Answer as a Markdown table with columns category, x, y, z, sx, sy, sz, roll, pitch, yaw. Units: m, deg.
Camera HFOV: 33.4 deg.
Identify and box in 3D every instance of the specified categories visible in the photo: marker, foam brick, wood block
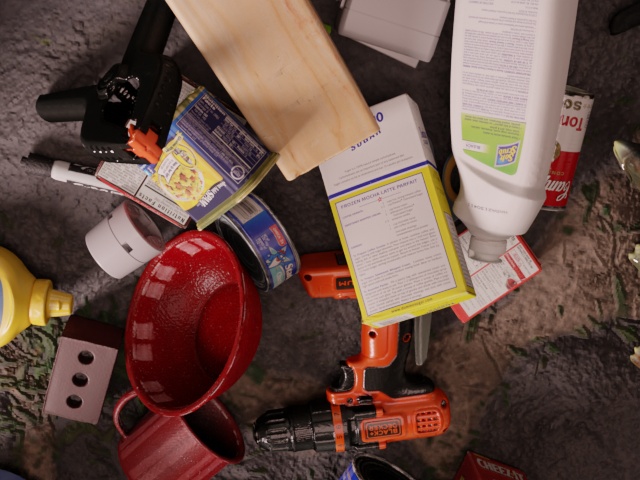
| category | x | y | z | sx | sy | sz | roll | pitch | yaw |
| --- | --- | --- | --- | --- | --- | --- | --- | --- | --- |
| marker | -0.201 | -0.055 | 0.931 | 0.121 | 0.020 | 0.020 | 13 | 105 | -6 |
| foam brick | -0.213 | 0.116 | 0.963 | 0.053 | 0.051 | 0.078 | 15 | 105 | -7 |
| wood block | -0.044 | -0.159 | 0.829 | 0.090 | 0.091 | 0.206 | -29 | 132 | 6 |

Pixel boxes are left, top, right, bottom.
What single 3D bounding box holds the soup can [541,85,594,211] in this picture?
| category | x | y | z | sx | sy | sz | roll | pitch | yaw |
| --- | --- | --- | --- | --- | --- | --- | --- | --- | --- |
| soup can | 0.190 | -0.083 | 0.916 | 0.068 | 0.068 | 0.102 | 10 | 104 | -6 |

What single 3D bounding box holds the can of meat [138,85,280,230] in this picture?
| category | x | y | z | sx | sy | sz | roll | pitch | yaw |
| --- | --- | --- | --- | --- | --- | --- | --- | --- | --- |
| can of meat | -0.094 | -0.065 | 0.843 | 0.084 | 0.102 | 0.057 | 44 | 57 | -10 |

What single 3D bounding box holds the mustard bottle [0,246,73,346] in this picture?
| category | x | y | z | sx | sy | sz | roll | pitch | yaw |
| --- | --- | --- | --- | --- | --- | --- | --- | --- | --- |
| mustard bottle | -0.314 | 0.048 | 0.935 | 0.191 | 0.058 | 0.096 | 5 | 101 | -5 |

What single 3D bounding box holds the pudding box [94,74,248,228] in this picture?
| category | x | y | z | sx | sy | sz | roll | pitch | yaw |
| --- | --- | --- | --- | --- | --- | --- | --- | --- | --- |
| pudding box | -0.125 | -0.080 | 0.907 | 0.090 | 0.039 | 0.113 | 32 | 91 | -12 |

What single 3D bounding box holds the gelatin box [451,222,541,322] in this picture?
| category | x | y | z | sx | sy | sz | roll | pitch | yaw |
| --- | --- | --- | --- | --- | --- | --- | --- | --- | --- |
| gelatin box | 0.143 | 0.019 | 0.963 | 0.089 | 0.030 | 0.073 | -35 | 103 | 7 |

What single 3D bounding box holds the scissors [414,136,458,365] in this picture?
| category | x | y | z | sx | sy | sz | roll | pitch | yaw |
| --- | --- | --- | --- | --- | --- | --- | --- | --- | --- |
| scissors | 0.110 | 0.001 | 0.925 | 0.096 | 0.016 | 0.202 | -8 | 82 | -13 |

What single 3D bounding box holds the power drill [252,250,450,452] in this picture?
| category | x | y | z | sx | sy | sz | roll | pitch | yaw |
| --- | --- | --- | --- | --- | --- | --- | --- | --- | --- |
| power drill | 0.023 | 0.104 | 0.969 | 0.184 | 0.057 | 0.188 | -7 | 109 | -5 |

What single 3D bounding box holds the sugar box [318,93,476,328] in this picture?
| category | x | y | z | sx | sy | sz | roll | pitch | yaw |
| --- | --- | --- | --- | --- | --- | --- | --- | --- | --- |
| sugar box | 0.059 | -0.024 | 0.892 | 0.093 | 0.048 | 0.176 | -18 | 74 | 16 |

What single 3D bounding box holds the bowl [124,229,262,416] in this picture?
| category | x | y | z | sx | sy | sz | roll | pitch | yaw |
| --- | --- | --- | --- | --- | --- | --- | --- | --- | --- |
| bowl | -0.101 | 0.074 | 0.924 | 0.055 | 0.162 | 0.162 | 18 | 108 | -44 |

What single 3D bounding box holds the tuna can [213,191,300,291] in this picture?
| category | x | y | z | sx | sy | sz | roll | pitch | yaw |
| --- | --- | --- | --- | --- | --- | --- | --- | --- | --- |
| tuna can | -0.056 | 0.001 | 0.916 | 0.033 | 0.086 | 0.086 | -34 | 106 | -18 |

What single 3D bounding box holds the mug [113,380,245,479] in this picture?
| category | x | y | z | sx | sy | sz | roll | pitch | yaw |
| --- | --- | --- | --- | --- | --- | --- | --- | --- | --- |
| mug | -0.137 | 0.179 | 0.965 | 0.081 | 0.093 | 0.117 | -41 | 110 | 13 |

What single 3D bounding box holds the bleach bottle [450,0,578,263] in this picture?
| category | x | y | z | sx | sy | sz | roll | pitch | yaw |
| --- | --- | --- | --- | --- | --- | --- | --- | --- | --- |
| bleach bottle | 0.145 | -0.108 | 0.867 | 0.103 | 0.067 | 0.251 | 16 | 105 | 36 |

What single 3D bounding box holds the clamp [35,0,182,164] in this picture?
| category | x | y | z | sx | sy | sz | roll | pitch | yaw |
| --- | --- | --- | --- | --- | --- | --- | --- | --- | --- |
| clamp | -0.160 | -0.112 | 0.833 | 0.165 | 0.210 | 0.036 | -39 | 126 | 15 |
